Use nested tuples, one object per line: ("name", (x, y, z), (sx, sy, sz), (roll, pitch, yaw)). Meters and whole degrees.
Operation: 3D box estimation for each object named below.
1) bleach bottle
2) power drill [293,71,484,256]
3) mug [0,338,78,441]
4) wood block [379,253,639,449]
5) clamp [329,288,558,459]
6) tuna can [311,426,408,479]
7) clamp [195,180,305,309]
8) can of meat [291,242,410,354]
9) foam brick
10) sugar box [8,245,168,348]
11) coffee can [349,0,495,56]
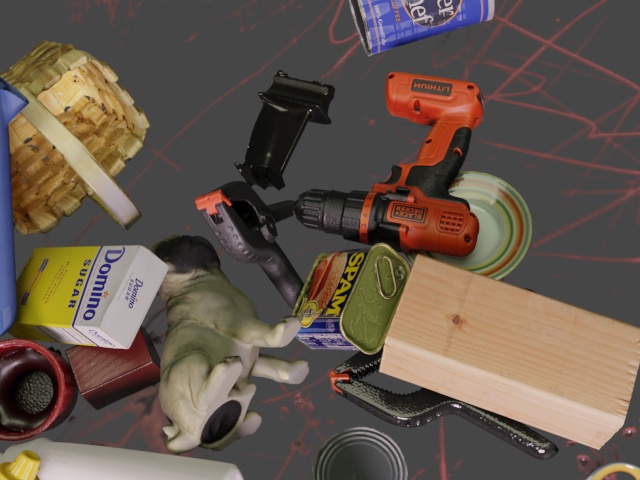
("bleach bottle", (-0.191, 0.231, 0.966), (0.251, 0.102, 0.068), (5, 40, 19))
("power drill", (0.080, -0.077, 1.068), (0.184, 0.057, 0.187), (11, 66, 13))
("mug", (-0.288, 0.147, 1.009), (0.117, 0.081, 0.093), (-30, 82, -3))
("wood block", (0.166, 0.097, 0.937), (0.206, 0.090, 0.090), (19, 66, 9))
("clamp", (0.115, 0.117, 0.998), (0.210, 0.036, 0.164), (3, 63, 5))
("tuna can", (0.037, 0.214, 0.965), (0.086, 0.034, 0.086), (-3, 64, 7))
("clamp", (-0.057, 0.001, 1.019), (0.039, 0.171, 0.120), (-27, 67, 24))
("can of meat", (0.026, 0.055, 1.011), (0.084, 0.057, 0.102), (-6, 52, 51))
("foam brick", (-0.198, 0.120, 1.034), (0.078, 0.053, 0.051), (-24, 63, -4))
("sugar box", (-0.233, 0.052, 1.030), (0.177, 0.048, 0.093), (-4, 53, 43))
("coffee can", (0.105, -0.268, 1.150), (0.140, 0.103, 0.103), (-17, 63, 0))
